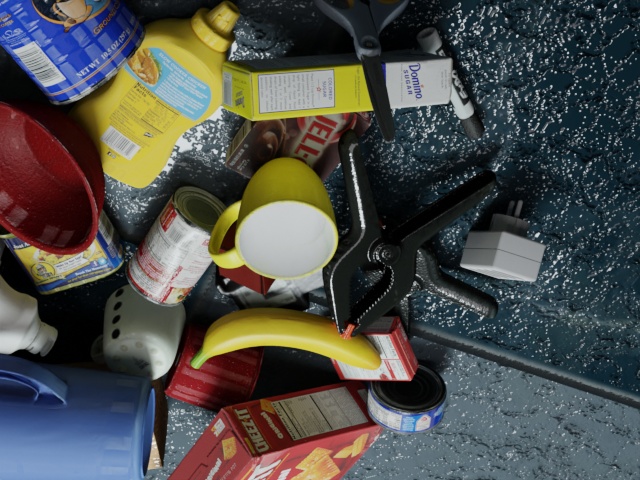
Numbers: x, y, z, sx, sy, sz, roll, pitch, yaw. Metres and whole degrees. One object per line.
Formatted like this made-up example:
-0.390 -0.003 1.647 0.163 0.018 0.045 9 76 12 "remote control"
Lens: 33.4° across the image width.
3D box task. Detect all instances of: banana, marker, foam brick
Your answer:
-0.031 0.099 1.076 0.197 0.037 0.070 3 135 -8 "banana"
0.120 -0.140 0.971 0.020 0.020 0.121 -23 124 15 "marker"
-0.057 0.001 1.020 0.051 0.078 0.053 24 148 18 "foam brick"

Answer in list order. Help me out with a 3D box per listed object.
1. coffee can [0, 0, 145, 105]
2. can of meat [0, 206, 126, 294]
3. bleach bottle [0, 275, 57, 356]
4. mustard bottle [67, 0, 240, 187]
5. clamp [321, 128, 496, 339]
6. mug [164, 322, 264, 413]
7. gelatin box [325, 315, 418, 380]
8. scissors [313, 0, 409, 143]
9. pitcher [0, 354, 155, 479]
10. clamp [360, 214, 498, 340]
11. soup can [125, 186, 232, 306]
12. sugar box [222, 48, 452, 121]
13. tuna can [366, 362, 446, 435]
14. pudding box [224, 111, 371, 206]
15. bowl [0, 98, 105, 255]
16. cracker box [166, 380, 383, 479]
-0.225 -0.196 0.866 0.103 0.103 0.140 -27 123 17 "coffee can"
-0.250 -0.002 1.039 0.102 0.057 0.084 -16 127 10 "can of meat"
-0.351 0.032 0.979 0.250 0.068 0.103 34 121 -26 "bleach bottle"
-0.137 -0.137 0.940 0.096 0.058 0.192 37 118 -19 "mustard bottle"
0.052 -0.003 1.011 0.164 0.036 0.210 21 110 -25 "clamp"
-0.118 0.141 1.137 0.081 0.093 0.117 21 154 -11 "mug"
0.052 0.114 1.134 0.089 0.030 0.073 -3 130 29 "gelatin box"
0.053 -0.163 0.859 0.096 0.202 0.016 -16 149 -18 "scissors"
-0.288 0.171 1.034 0.243 0.149 0.145 5 92 -2 "pitcher"
0.088 0.045 1.096 0.120 0.039 0.171 -35 114 27 "clamp"
-0.138 0.006 1.040 0.068 0.068 0.102 26 121 -20 "soup can"
0.013 -0.132 0.895 0.176 0.093 0.048 -5 106 -19 "sugar box"
0.094 0.169 1.158 0.086 0.086 0.034 2 125 -3 "tuna can"
-0.022 -0.097 0.986 0.090 0.039 0.114 28 121 -22 "pudding box"
-0.245 -0.067 0.941 0.162 0.055 0.162 21 136 22 "bowl"
-0.050 0.238 1.149 0.213 0.072 0.164 -4 139 -48 "cracker box"
